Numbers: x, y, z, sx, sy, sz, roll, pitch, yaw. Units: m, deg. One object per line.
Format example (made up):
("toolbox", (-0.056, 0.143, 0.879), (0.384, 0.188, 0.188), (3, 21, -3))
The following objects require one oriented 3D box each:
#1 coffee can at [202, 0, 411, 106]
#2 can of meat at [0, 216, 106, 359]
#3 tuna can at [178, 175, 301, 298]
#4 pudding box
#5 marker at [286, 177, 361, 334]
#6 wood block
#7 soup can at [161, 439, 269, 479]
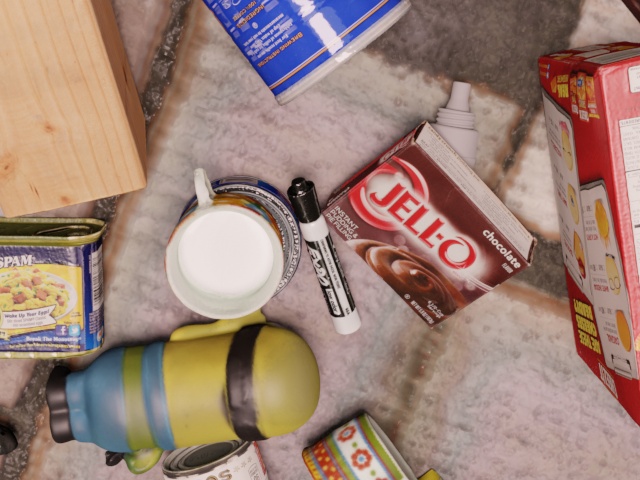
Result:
("coffee can", (-0.026, -0.168, 0.648), (0.103, 0.103, 0.140), (-37, 100, 5))
("can of meat", (-0.193, 0.031, 0.704), (0.102, 0.057, 0.084), (1, 103, -2))
("tuna can", (-0.055, 0.001, 0.714), (0.086, 0.034, 0.086), (0, 101, -2))
("pudding box", (0.070, -0.009, 0.697), (0.113, 0.039, 0.090), (44, 128, -11))
("marker", (0.002, 0.011, 0.706), (0.020, 0.020, 0.121), (-19, 121, 1))
("wood block", (-0.168, -0.127, 0.614), (0.090, 0.091, 0.206), (-12, 128, -1))
("soup can", (-0.061, 0.189, 0.734), (0.068, 0.068, 0.102), (-18, 100, 1))
